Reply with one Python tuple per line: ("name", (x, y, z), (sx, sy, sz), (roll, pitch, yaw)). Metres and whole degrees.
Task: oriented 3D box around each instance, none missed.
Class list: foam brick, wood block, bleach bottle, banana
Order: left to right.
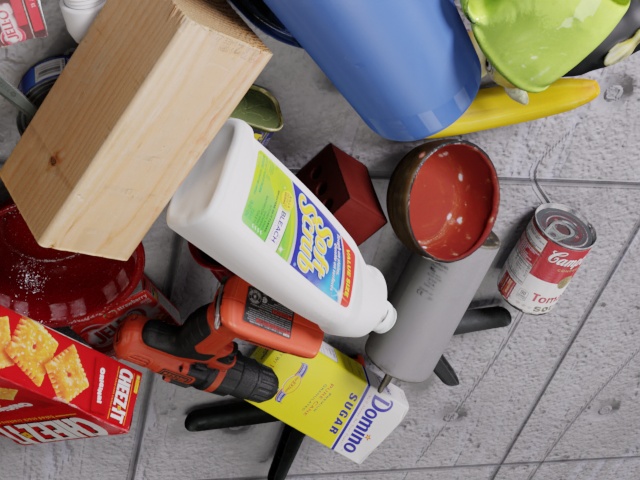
("wood block", (-0.143, -0.095, 0.804), (0.090, 0.091, 0.206), (12, 123, -50))
("bleach bottle", (-0.016, 0.006, 0.904), (0.068, 0.102, 0.250), (-9, 146, 40))
("foam brick", (0.018, -0.038, 0.977), (0.053, 0.078, 0.051), (-41, 133, 23))
("banana", (0.146, -0.115, 0.951), (0.197, 0.070, 0.037), (-12, 103, -9))

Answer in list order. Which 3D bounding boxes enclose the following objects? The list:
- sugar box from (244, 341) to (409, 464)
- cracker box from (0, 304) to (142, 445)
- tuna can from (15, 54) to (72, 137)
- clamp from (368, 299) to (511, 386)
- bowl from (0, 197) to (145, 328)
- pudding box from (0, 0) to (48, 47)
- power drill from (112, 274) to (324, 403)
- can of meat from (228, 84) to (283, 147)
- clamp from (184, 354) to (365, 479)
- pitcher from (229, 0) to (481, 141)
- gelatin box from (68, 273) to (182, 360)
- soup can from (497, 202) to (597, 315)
("sugar box", (0.003, 0.167, 1.163), (0.176, 0.048, 0.093), (33, 107, -21))
("cracker box", (-0.302, 0.127, 0.997), (0.164, 0.072, 0.213), (-12, 147, 34))
("tuna can", (-0.204, -0.108, 0.869), (0.086, 0.034, 0.086), (-9, 136, -9))
("clamp", (0.115, 0.110, 1.183), (0.171, 0.039, 0.120), (11, 120, -19))
("bowl", (-0.241, 0.005, 0.956), (0.162, 0.055, 0.162), (-9, 136, -9))
("pudding box", (-0.217, -0.199, 0.717), (0.039, 0.113, 0.090), (-13, 136, -9))
("power drill", (-0.080, 0.101, 1.010), (0.184, 0.057, 0.188), (23, 148, -30))
("can of meat", (-0.096, -0.092, 0.904), (0.101, 0.057, 0.084), (13, 131, -28))
("clamp", (-0.040, 0.193, 1.221), (0.210, 0.036, 0.164), (-42, 125, 19))
("pitcher", (0.023, -0.184, 0.810), (0.145, 0.149, 0.242), (-40, 137, 2))
("gelatin box", (-0.194, 0.079, 1.062), (0.089, 0.030, 0.073), (-26, 136, 9))
("soup can", (0.233, 0.020, 1.110), (0.068, 0.068, 0.102), (4, 133, -21))
